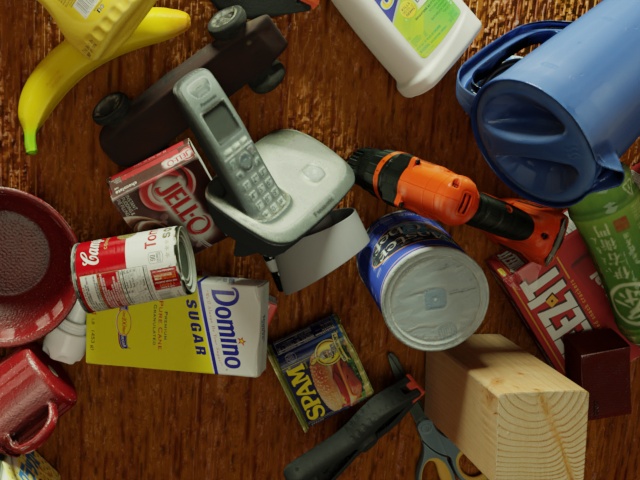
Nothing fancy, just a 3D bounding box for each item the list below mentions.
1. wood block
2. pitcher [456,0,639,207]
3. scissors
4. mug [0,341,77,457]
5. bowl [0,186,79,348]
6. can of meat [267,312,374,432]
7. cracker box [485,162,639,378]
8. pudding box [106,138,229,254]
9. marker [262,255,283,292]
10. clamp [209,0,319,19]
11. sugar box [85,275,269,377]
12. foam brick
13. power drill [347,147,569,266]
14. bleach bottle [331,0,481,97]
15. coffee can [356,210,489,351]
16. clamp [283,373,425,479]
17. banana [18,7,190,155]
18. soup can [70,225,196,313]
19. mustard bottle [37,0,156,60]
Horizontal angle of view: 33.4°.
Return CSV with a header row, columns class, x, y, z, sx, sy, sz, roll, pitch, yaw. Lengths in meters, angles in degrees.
class,x,y,z,sx,sy,sz,roll,pitch,yaw
wood block,0.178,0.162,1.061,0.090,0.206,0.091,-1,99,-13
pitcher,0.254,-0.155,0.993,0.242,0.145,0.149,-40,103,-27
scissors,0.135,0.205,1.175,0.096,0.016,0.202,-12,108,-6
mug,-0.292,0.160,1.052,0.081,0.117,0.093,-38,131,-1
bowl,-0.311,0.020,1.036,0.162,0.055,0.162,-2,106,-7
can of meat,-0.001,0.136,1.111,0.084,0.057,0.102,-25,115,-3
cracker box,0.309,0.037,1.120,0.214,0.072,0.164,-33,108,3
pudding box,-0.141,-0.033,1.031,0.090,0.039,0.113,-26,138,1
marker,-0.057,0.001,1.086,0.020,0.020,0.121,-25,108,0
clamp,-0.094,-0.275,0.987,0.209,0.036,0.165,16,113,-13
sugar box,-0.141,0.081,1.054,0.176,0.048,0.093,3,98,11
foam brick,0.281,0.135,1.084,0.053,0.051,0.078,-8,110,-4
power drill,0.134,-0.036,1.043,0.187,0.185,0.057,17,98,-33
bleach bottle,0.035,-0.256,0.993,0.250,0.068,0.102,44,73,-16
coffee can,0.097,0.036,1.054,0.102,0.140,0.103,-2,107,-8
clamp,0.038,0.210,1.133,0.171,0.120,0.039,-35,73,-9
banana,-0.214,-0.165,0.999,0.198,0.037,0.069,-40,87,0
soup can,-0.174,0.027,1.000,0.102,0.068,0.068,-10,108,5
mustard bottle,-0.238,-0.256,0.949,0.191,0.058,0.096,43,109,1
